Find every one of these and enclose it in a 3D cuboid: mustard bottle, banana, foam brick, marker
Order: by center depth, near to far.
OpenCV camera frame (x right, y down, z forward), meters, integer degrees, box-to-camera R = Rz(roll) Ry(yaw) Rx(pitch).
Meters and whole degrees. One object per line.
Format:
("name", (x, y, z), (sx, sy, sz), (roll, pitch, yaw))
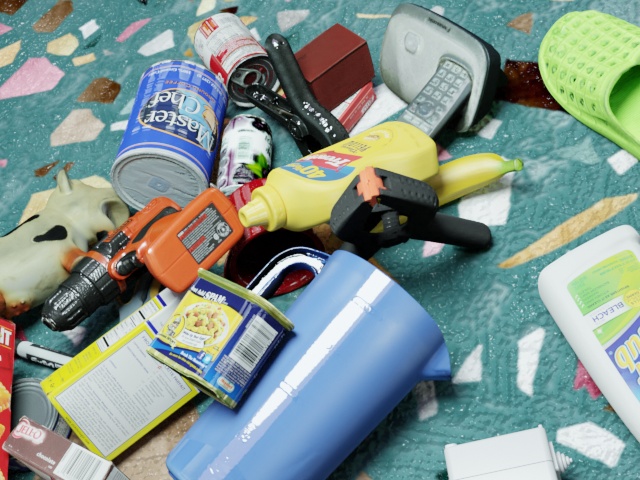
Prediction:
("mustard bottle", (0.009, -0.054, 0.986), (0.191, 0.058, 0.096), (-24, 29, -27))
("banana", (0.097, -0.044, 1.037), (0.198, 0.069, 0.037), (-25, 90, 4))
("marker", (-0.279, 0.117, 1.082), (0.121, 0.020, 0.020), (12, 60, 27))
("foam brick", (0.010, -0.183, 1.137), (0.078, 0.051, 0.053), (-37, 50, -11))

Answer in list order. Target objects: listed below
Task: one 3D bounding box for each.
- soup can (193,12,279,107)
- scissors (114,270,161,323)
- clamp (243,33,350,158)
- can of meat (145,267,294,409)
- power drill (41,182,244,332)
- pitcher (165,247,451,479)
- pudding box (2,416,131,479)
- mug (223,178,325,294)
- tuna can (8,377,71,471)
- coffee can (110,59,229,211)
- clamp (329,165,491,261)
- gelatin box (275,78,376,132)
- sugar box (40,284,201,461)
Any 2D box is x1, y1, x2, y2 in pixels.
("soup can", (-0.097, -0.209, 1.225), (0.068, 0.068, 0.102), (-32, 50, -5))
("scissors", (-0.178, 0.093, 1.065), (0.096, 0.016, 0.201), (-9, 53, 14))
("clamp", (-0.015, -0.131, 1.099), (0.039, 0.120, 0.171), (-39, 75, -20))
("can of meat", (-0.084, 0.080, 0.873), (0.102, 0.057, 0.084), (20, 71, 48))
("power drill", (-0.169, 0.017, 1.015), (0.184, 0.057, 0.188), (-48, 22, -29))
("pitcher", (-0.022, 0.129, 0.910), (0.242, 0.145, 0.149), (-47, 27, -12))
("pudding box", (-0.215, 0.207, 0.947), (0.114, 0.090, 0.039), (21, 66, 31))
("mug", (-0.057, 0.001, 1.051), (0.117, 0.093, 0.081), (-49, 39, 27))
("tuna can", (-0.284, 0.178, 1.030), (0.086, 0.033, 0.086), (-10, 52, 13))
("coffee can", (-0.159, -0.110, 1.146), (0.103, 0.102, 0.140), (-5, 50, 17))
("clamp", (0.072, -0.015, 0.943), (0.164, 0.210, 0.036), (-13, 68, 2))
("gelatin box", (0.005, -0.152, 1.169), (0.089, 0.030, 0.073), (23, 64, 32))
("sugar box", (-0.159, 0.116, 0.990), (0.176, 0.093, 0.048), (-37, 25, -11))
